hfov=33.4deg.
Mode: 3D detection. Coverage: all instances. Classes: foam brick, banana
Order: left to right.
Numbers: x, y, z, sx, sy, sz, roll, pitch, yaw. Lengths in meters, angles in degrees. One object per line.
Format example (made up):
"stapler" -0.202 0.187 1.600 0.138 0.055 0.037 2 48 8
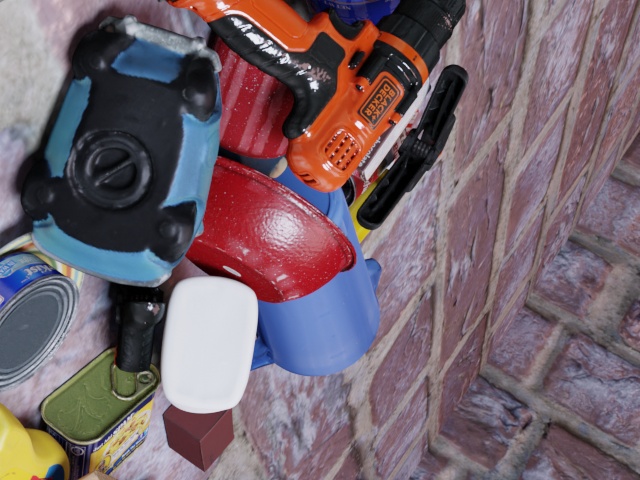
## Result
"foam brick" -0.125 0.193 1.104 0.053 0.051 0.078 -47 158 -30
"banana" 0.038 -0.023 1.168 0.069 0.037 0.198 -37 168 -40

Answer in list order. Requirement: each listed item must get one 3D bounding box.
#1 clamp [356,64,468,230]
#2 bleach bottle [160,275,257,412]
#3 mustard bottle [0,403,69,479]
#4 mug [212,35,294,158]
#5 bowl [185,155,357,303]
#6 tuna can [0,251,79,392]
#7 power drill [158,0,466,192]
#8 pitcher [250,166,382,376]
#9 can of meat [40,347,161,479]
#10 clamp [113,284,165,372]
"clamp" 0.100 -0.096 1.021 0.165 0.036 0.209 -59 173 16
"bleach bottle" -0.100 0.094 0.901 0.251 0.068 0.102 137 -39 -78
"mustard bottle" -0.235 0.179 0.783 0.096 0.058 0.191 -44 160 -11
"mug" -0.033 -0.109 0.780 0.093 0.117 0.082 -62 176 -55
"bowl" -0.055 0.001 0.804 0.055 0.162 0.162 -61 163 -18
"tuna can" -0.193 0.050 0.666 0.086 0.034 0.086 -48 159 -26
"power drill" -0.002 -0.153 0.699 0.184 0.187 0.057 -55 -156 -17
"pitcher" -0.026 0.032 1.011 0.243 0.145 0.149 74 24 -61
"can of meat" -0.183 0.151 0.883 0.101 0.057 0.084 -42 156 -43
"clamp" -0.138 0.039 0.819 0.172 0.039 0.120 120 -22 -57
